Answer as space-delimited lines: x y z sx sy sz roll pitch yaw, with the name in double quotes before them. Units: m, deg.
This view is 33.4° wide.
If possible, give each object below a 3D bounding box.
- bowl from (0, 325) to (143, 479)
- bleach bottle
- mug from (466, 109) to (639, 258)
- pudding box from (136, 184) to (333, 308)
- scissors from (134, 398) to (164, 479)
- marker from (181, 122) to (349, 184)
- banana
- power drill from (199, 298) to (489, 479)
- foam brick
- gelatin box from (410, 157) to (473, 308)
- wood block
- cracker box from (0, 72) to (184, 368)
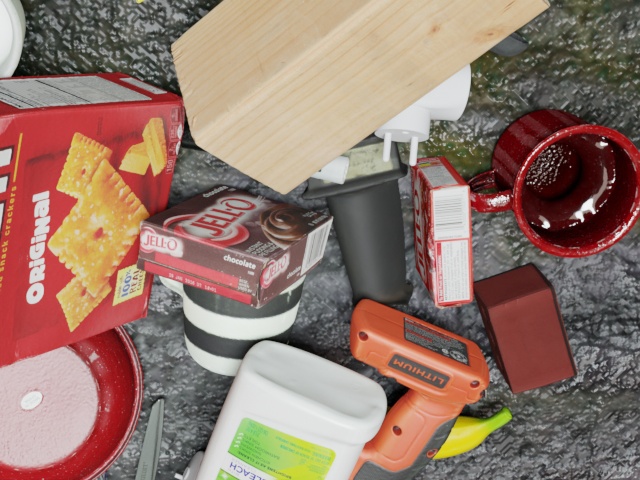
"bowl" -0.202 0.110 0.746 0.162 0.055 0.162 0 91 -16
"bleach bottle" -0.043 0.196 0.736 0.102 0.068 0.251 22 114 5
"mug" 0.157 -0.042 0.747 0.117 0.081 0.093 -15 111 -2
"pudding box" -0.054 0.001 0.705 0.090 0.113 0.039 17 109 18
"scissors" -0.161 0.217 0.836 0.096 0.016 0.202 -5 110 -5
"marker" -0.041 -0.061 0.731 0.121 0.020 0.020 13 108 8
"banana" 0.043 0.130 0.817 0.197 0.037 0.070 15 110 -8
"power drill" 0.023 0.138 0.769 0.184 0.057 0.188 21 113 -7
"foam brick" 0.152 0.066 0.801 0.051 0.053 0.078 -20 110 0
"gelatin box" 0.085 -0.007 0.755 0.030 0.073 0.089 -6 111 -4
"wood block" 0.018 -0.130 0.647 0.206 0.091 0.090 -34 142 24
"cracker box" -0.180 -0.012 0.650 0.072 0.213 0.164 22 109 24
